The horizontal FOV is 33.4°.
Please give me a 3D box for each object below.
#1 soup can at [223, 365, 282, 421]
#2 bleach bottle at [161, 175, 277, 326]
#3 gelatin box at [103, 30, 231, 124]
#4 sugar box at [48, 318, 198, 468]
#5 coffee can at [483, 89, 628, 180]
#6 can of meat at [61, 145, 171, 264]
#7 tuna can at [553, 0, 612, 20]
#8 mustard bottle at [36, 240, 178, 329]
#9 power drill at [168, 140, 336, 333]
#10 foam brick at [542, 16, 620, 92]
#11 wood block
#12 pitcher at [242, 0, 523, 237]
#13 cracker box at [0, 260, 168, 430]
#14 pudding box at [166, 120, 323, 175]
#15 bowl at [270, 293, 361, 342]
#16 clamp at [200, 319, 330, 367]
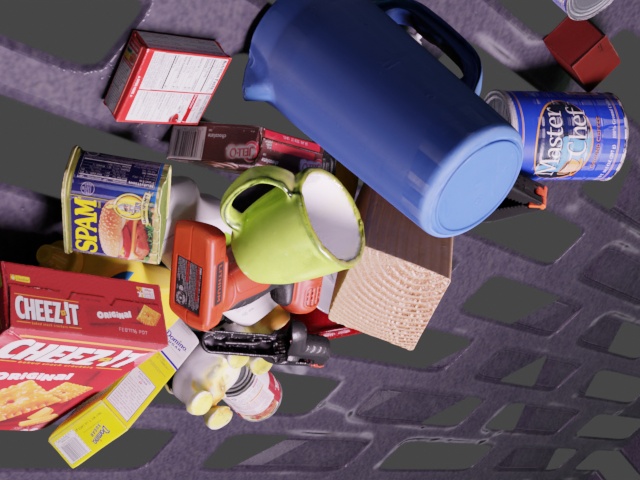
[{"bbox_3d":[-0.095,0.178,1.326,0.068,0.068,0.102,-36,149,-2],"label":"soup can"},{"bbox_3d":[-0.108,-0.001,1.073,0.102,0.068,0.250,-43,147,-3],"label":"bleach bottle"},{"bbox_3d":[-0.128,-0.135,0.897,0.089,0.030,0.073,-3,135,-44],"label":"gelatin box"},{"bbox_3d":[-0.198,0.152,1.100,0.093,0.048,0.176,-36,-174,30],"label":"sugar box"},{"bbox_3d":[0.260,-0.118,1.209,0.140,0.103,0.103,-1,139,-15],"label":"coffee can"},{"bbox_3d":[-0.176,-0.028,0.928,0.084,0.057,0.102,9,138,-3],"label":"can of meat"},{"bbox_3d":[0.284,-0.277,1.127,0.086,0.034,0.086,-26,148,-18],"label":"tuna can"},{"bbox_3d":[-0.210,0.044,1.030,0.096,0.058,0.191,-34,150,8],"label":"mustard bottle"},{"bbox_3d":[-0.057,0.001,1.034,0.187,0.057,0.184,-16,120,-45],"label":"power drill"},{"bbox_3d":[0.298,-0.214,1.211,0.053,0.051,0.078,-44,150,9],"label":"foam brick"},{"bbox_3d":[0.074,0.001,1.056,0.090,0.206,0.091,21,122,-4],"label":"wood block"},{"bbox_3d":[0.063,-0.118,0.909,0.144,0.243,0.149,11,118,-51],"label":"pitcher"},{"bbox_3d":[-0.267,0.105,0.968,0.163,0.072,0.214,12,145,-44],"label":"cracker box"},{"bbox_3d":[-0.067,-0.080,0.960,0.089,0.114,0.039,11,89,-51],"label":"pudding box"},{"bbox_3d":[0.009,0.088,1.283,0.162,0.055,0.162,-10,171,-2],"label":"bowl"},{"bbox_3d":[-0.050,0.115,1.156,0.120,0.039,0.171,-1,163,19],"label":"clamp"}]
